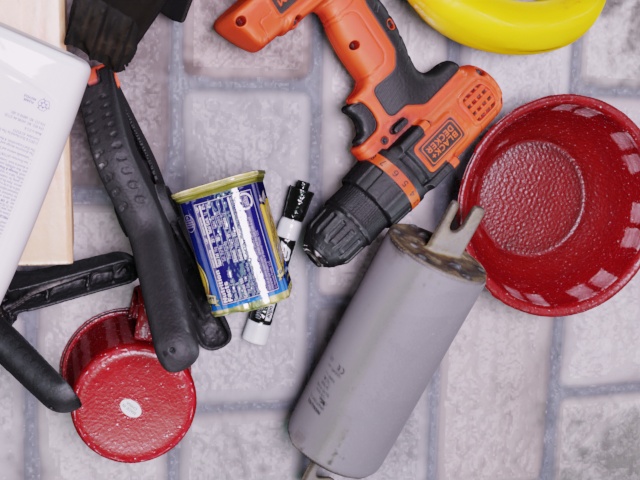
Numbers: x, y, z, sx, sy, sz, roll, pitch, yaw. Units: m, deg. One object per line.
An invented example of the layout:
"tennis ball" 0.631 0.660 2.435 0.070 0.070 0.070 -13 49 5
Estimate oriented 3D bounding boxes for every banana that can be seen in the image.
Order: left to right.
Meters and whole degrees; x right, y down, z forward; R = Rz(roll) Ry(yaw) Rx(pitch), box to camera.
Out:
"banana" 0.139 -0.163 0.748 0.197 0.037 0.069 -18 90 -33

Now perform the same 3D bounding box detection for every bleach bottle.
"bleach bottle" -0.220 -0.002 0.597 0.102 0.068 0.251 23 96 -16

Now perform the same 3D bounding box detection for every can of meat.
"can of meat" -0.055 0.001 0.704 0.057 0.102 0.084 -16 93 2

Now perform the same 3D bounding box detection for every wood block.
"wood block" -0.202 -0.093 0.665 0.090 0.091 0.206 -2 100 -13

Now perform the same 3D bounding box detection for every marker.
"marker" -0.030 0.015 0.764 0.020 0.020 0.121 16 95 -16

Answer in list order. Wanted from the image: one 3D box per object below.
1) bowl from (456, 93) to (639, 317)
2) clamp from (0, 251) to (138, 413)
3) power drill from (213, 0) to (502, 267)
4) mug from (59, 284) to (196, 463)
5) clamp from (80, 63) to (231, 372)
"bowl" 0.167 -0.028 0.787 0.162 0.055 0.162 -2 100 -14
"clamp" -0.207 0.053 0.677 0.171 0.120 0.039 1 133 7
"power drill" 0.015 -0.099 0.730 0.184 0.057 0.187 -46 109 -13
"mug" -0.126 0.088 0.719 0.093 0.081 0.117 12 96 -16
"clamp" -0.110 -0.013 0.680 0.036 0.164 0.210 -22 95 1
